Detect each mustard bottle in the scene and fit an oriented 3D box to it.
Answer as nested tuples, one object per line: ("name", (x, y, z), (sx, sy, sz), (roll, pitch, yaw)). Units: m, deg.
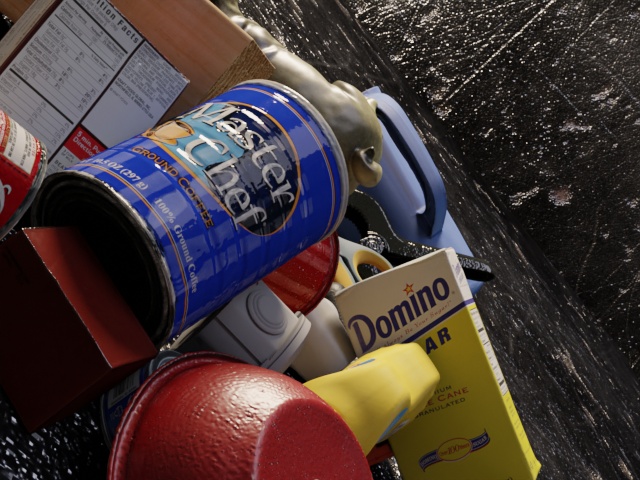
("mustard bottle", (0.014, 0.111, 0.672), (0.058, 0.096, 0.191), (57, 15, 9))

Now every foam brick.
("foam brick", (-0.122, 0.038, 0.491), (0.078, 0.053, 0.051), (57, 14, 8))

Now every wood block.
("wood block", (-0.139, -0.151, 0.689), (0.206, 0.090, 0.090), (41, 3, 6))

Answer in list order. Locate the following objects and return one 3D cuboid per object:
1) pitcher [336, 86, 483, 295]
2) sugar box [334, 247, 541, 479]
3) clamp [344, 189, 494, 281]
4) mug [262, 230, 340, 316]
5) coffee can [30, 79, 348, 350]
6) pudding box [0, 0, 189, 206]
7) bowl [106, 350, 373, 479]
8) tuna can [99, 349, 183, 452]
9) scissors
("pitcher", (0.070, -0.032, 1.110), (0.243, 0.145, 0.149), (57, 11, 0))
("sugar box", (0.084, 0.103, 0.778), (0.176, 0.093, 0.048), (68, 16, 3))
("clamp", (0.056, 0.011, 1.015), (0.210, 0.164, 0.036), (50, -29, 12))
("mug", (-0.055, 0.001, 0.752), (0.117, 0.093, 0.081), (25, -4, 42))
("coffee can", (-0.067, -0.016, 0.572), (0.140, 0.103, 0.103), (-34, 87, -42))
("pudding box", (-0.140, -0.076, 0.586), (0.090, 0.113, 0.039), (44, -18, -32))
("bowl", (-0.021, 0.124, 0.497), (0.161, 0.055, 0.162), (32, 48, -43))
("tuna can", (-0.072, 0.099, 0.549), (0.086, 0.034, 0.086), (49, 15, -18))
("scissors", (0.010, -0.011, 0.984), (0.096, 0.016, 0.202), (-2, 56, -24))
